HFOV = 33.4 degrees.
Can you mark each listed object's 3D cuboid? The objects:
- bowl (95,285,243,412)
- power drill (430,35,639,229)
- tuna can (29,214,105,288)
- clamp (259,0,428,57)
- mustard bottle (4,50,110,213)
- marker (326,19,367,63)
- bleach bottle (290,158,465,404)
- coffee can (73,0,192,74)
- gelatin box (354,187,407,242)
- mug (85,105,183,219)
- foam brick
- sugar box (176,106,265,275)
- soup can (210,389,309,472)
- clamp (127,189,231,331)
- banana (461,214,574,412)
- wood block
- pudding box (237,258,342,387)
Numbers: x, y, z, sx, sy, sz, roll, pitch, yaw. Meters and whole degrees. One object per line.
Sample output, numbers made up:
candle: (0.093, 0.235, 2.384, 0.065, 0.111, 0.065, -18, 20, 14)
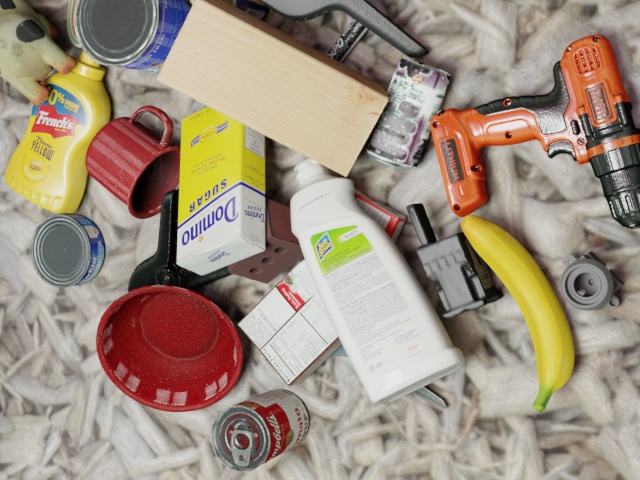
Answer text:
bowl: (-0.160, 0.107, 1.167, 0.162, 0.055, 0.162, 3, 117, 5)
power drill: (0.210, -0.082, 1.015, 0.188, 0.057, 0.184, -16, 83, 21)
tuna can: (-0.296, 0.012, 1.253, 0.086, 0.033, 0.086, 1, 93, 24)
clamp: (0.014, -0.275, 1.055, 0.210, 0.036, 0.164, 8, 105, 1)
mustard bottle: (-0.293, -0.134, 1.230, 0.096, 0.058, 0.192, 30, 104, 24)
marker: (0.017, -0.193, 1.112, 0.020, 0.020, 0.121, 45, 108, 15)
bleach bottle: (0.043, 0.028, 1.050, 0.102, 0.068, 0.251, -26, 74, 6)
coffee can: (-0.177, -0.228, 1.129, 0.103, 0.140, 0.103, 1, 93, 23)
gelatin box: (0.034, -0.013, 1.109, 0.089, 0.030, 0.073, 31, 105, 21)
mug: (-0.200, -0.094, 1.173, 0.082, 0.093, 0.117, 36, 116, 22)
foam brick: (-0.057, 0.001, 1.119, 0.078, 0.052, 0.051, -39, 47, 37)
sugar box: (-0.104, -0.061, 1.114, 0.093, 0.048, 0.176, -22, 55, 34)
soup can: (-0.062, 0.198, 1.123, 0.069, 0.102, 0.068, 1, 93, 23)
clamp: (-0.155, 0.042, 1.191, 0.120, 0.039, 0.172, 35, 114, 17)
banana: (0.198, 0.060, 1.021, 0.037, 0.069, 0.198, -28, 83, 47)
wood block: (-0.047, -0.157, 1.056, 0.206, 0.090, 0.091, 26, 105, -10)
pudding box: (-0.018, 0.083, 1.115, 0.114, 0.039, 0.090, -46, 76, 20)
